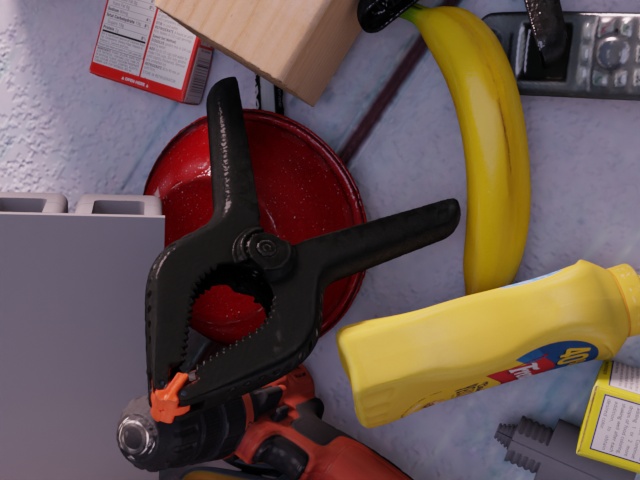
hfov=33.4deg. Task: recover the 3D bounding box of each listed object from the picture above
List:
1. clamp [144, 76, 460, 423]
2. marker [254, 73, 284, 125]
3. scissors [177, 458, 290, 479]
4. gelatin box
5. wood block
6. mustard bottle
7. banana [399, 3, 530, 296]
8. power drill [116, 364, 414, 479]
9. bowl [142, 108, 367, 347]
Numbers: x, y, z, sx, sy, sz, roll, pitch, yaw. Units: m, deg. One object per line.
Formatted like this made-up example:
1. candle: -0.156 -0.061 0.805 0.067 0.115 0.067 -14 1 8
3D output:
1. clamp: -0.038 0.004 0.578 0.164 0.209 0.036 34 146 10
2. marker: -0.033 -0.102 0.682 0.020 0.020 0.121 -2 92 17
3. scissors: 0.009 0.151 0.677 0.201 0.096 0.016 4 131 -10
4. gelatin box: -0.104 -0.141 0.697 0.073 0.030 0.089 19 98 17
5. wood block: 0.005 -0.193 0.615 0.090 0.090 0.206 33 95 12
6. mustard bottle: 0.107 0.053 0.602 0.191 0.096 0.058 -16 72 -1
7. banana: 0.093 -0.053 0.625 0.037 0.070 0.198 -14 93 -24
8. power drill: -0.003 0.131 0.591 0.188 0.184 0.057 35 106 19
9. bowl: -0.054 0.001 0.663 0.162 0.055 0.162 5 104 21
